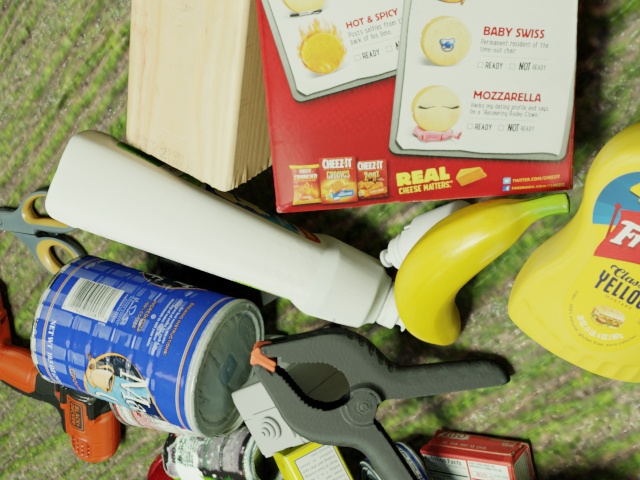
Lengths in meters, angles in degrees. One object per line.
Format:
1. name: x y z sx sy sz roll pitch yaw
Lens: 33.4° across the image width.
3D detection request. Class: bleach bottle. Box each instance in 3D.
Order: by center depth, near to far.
1. bleach bottle: -0.055 0.001 0.732 0.251 0.102 0.068 22 92 0

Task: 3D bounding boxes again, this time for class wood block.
1. wood block: -0.056 -0.149 0.664 0.090 0.090 0.206 27 128 23

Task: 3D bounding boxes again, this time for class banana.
1. banana: 0.079 0.024 0.635 0.069 0.037 0.198 10 154 -9

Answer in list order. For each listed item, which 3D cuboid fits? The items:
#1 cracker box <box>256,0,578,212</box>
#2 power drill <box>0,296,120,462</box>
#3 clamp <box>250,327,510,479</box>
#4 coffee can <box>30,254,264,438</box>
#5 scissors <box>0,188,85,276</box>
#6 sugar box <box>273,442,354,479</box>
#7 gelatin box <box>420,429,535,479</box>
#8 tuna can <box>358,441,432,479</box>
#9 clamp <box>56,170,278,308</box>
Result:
1. cracker box: 0.049 -0.128 0.558 0.164 0.072 0.214 -5 116 1
2. power drill: -0.262 0.101 0.989 0.188 0.057 0.184 25 127 26
3. clamp: 0.031 0.118 0.715 0.171 0.039 0.120 15 89 2
4. coffee can: -0.127 0.076 0.792 0.140 0.102 0.103 15 123 22
5. scissors: -0.276 -0.002 0.971 0.202 0.016 0.096 -8 109 41
6. sugar box: 0.023 0.230 0.804 0.176 0.048 0.093 65 170 5
7. gelatin box: 0.117 0.180 0.755 0.073 0.030 0.089 0 114 40
8. tuna can: 0.061 0.192 0.774 0.086 0.033 0.086 59 163 30
9. clamp: -0.113 0.008 0.829 0.210 0.036 0.164 1 124 37
